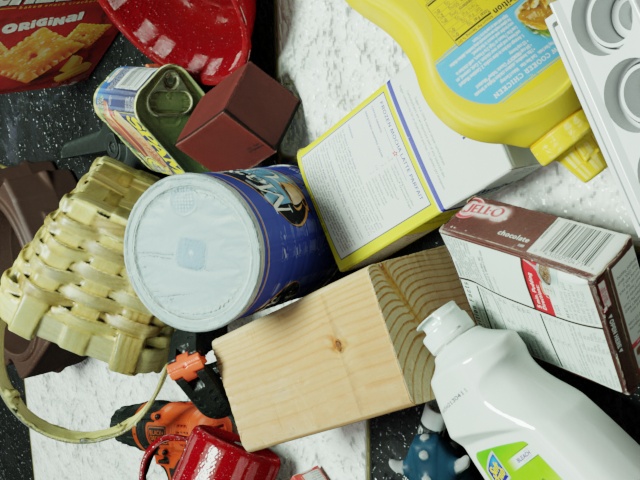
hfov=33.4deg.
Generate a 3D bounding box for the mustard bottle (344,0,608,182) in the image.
[{"bbox_3d":[0.091,-0.111,0.579,0.191,0.096,0.058,52,175,5],"label":"mustard bottle"}]

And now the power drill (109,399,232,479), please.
[{"bbox_3d":[-0.136,0.245,1.021,0.185,0.057,0.187,-10,93,53],"label":"power drill"}]

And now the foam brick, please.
[{"bbox_3d":[-0.062,-0.088,0.808,0.053,0.051,0.078,36,148,-22],"label":"foam brick"}]

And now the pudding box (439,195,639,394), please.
[{"bbox_3d":[0.128,0.029,0.600,0.114,0.039,0.090,22,146,49],"label":"pudding box"}]

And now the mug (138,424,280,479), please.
[{"bbox_3d":[-0.095,0.203,0.902,0.093,0.117,0.081,100,-168,-86],"label":"mug"}]

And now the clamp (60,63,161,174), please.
[{"bbox_3d":[-0.184,-0.091,0.990,0.165,0.036,0.210,52,135,28],"label":"clamp"}]

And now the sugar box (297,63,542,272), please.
[{"bbox_3d":[0.059,-0.054,0.684,0.177,0.048,0.093,-31,77,48],"label":"sugar box"}]

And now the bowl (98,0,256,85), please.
[{"bbox_3d":[-0.104,-0.197,0.806,0.162,0.055,0.162,29,150,18],"label":"bowl"}]

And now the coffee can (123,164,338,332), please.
[{"bbox_3d":[-0.055,0.001,0.743,0.103,0.140,0.103,3,97,24],"label":"coffee can"}]

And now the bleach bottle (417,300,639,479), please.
[{"bbox_3d":[0.144,0.135,0.587,0.251,0.067,0.103,52,141,16],"label":"bleach bottle"}]

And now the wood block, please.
[{"bbox_3d":[0.019,0.079,0.741,0.207,0.090,0.091,-28,78,53],"label":"wood block"}]

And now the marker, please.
[{"bbox_3d":[0.070,0.164,0.760,0.020,0.020,0.121,40,130,38],"label":"marker"}]

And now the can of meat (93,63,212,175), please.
[{"bbox_3d":[-0.127,-0.096,0.873,0.084,0.057,0.102,15,151,52],"label":"can of meat"}]

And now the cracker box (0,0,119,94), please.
[{"bbox_3d":[-0.252,-0.206,0.937,0.214,0.163,0.072,-37,74,51],"label":"cracker box"}]

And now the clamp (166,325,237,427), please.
[{"bbox_3d":[-0.088,0.098,0.865,0.120,0.039,0.171,60,180,22],"label":"clamp"}]
